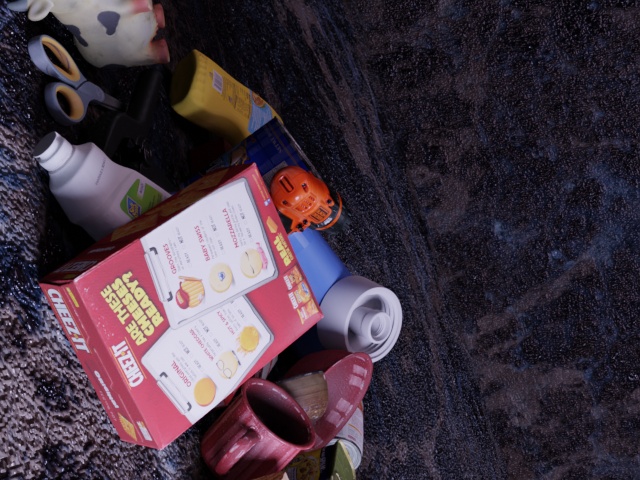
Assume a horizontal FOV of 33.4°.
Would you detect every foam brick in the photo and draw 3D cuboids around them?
[{"bbox_3d":[-0.124,-0.082,1.331,0.078,0.051,0.053,49,26,-58],"label":"foam brick"}]

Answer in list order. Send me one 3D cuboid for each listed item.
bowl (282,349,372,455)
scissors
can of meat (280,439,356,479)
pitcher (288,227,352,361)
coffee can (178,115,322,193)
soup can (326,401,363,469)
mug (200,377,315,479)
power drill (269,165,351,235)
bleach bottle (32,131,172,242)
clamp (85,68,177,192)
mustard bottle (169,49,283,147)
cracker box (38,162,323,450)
[{"bbox_3d":[-0.009,0.189,1.298,0.055,0.162,0.162,35,-4,28],"label":"bowl"},{"bbox_3d":[-0.228,-0.132,1.065,0.201,0.016,0.096,47,29,-60],"label":"scissors"},{"bbox_3d":[-0.010,0.282,1.219,0.102,0.084,0.057,-76,145,-66],"label":"can of meat"},{"bbox_3d":[-0.023,0.052,1.401,0.149,0.145,0.242,25,-24,48],"label":"pitcher"},{"bbox_3d":[-0.079,-0.063,1.241,0.103,0.140,0.103,54,4,-6],"label":"coffee can"},{"bbox_3d":[0.023,0.255,1.424,0.102,0.068,0.068,-85,152,-58],"label":"soup can"},{"bbox_3d":[-0.069,0.200,1.054,0.093,0.082,0.117,43,18,5],"label":"mug"},{"bbox_3d":[-0.058,0.001,1.186,0.057,0.188,0.184,51,7,22],"label":"power drill"},{"bbox_3d":[-0.164,-0.016,0.995,0.250,0.068,0.102,45,29,-34],"label":"bleach bottle"},{"bbox_3d":[-0.189,-0.080,1.098,0.209,0.036,0.164,-59,138,-68],"label":"clamp"},{"bbox_3d":[-0.104,-0.157,1.365,0.191,0.058,0.096,33,37,-33],"label":"mustard bottle"},{"bbox_3d":[-0.115,0.051,0.932,0.213,0.072,0.164,-37,111,-37],"label":"cracker box"}]
